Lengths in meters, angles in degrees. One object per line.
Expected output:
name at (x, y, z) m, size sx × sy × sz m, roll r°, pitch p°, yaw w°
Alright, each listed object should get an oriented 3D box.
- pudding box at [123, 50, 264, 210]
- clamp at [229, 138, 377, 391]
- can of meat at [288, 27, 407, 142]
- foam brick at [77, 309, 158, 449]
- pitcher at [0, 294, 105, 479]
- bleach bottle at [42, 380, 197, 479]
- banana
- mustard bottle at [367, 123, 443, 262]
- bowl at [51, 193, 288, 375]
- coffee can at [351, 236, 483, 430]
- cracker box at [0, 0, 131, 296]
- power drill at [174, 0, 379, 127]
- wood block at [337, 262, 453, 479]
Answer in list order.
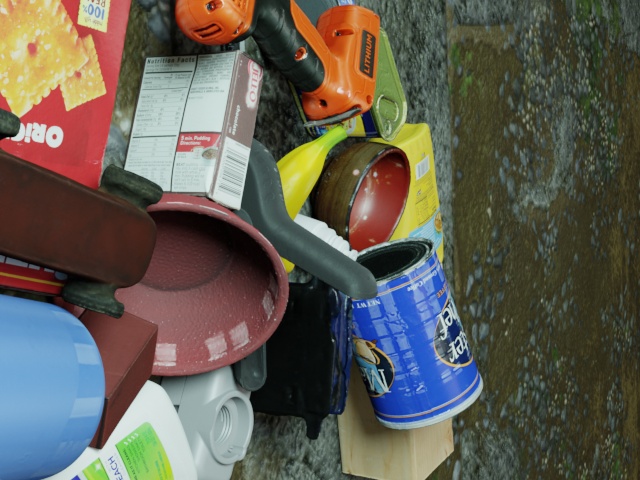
pudding box at (-0.095, -0.081, 0.782) m, size 0.039 × 0.090 × 0.113 m, roll 27°, pitch 70°, yaw -55°
clamp at (-0.055, 0.001, 0.804) m, size 0.036 × 0.165 × 0.210 m, roll -10°, pitch 60°, yaw -45°
can of meat at (0.023, -0.141, 0.977) m, size 0.057 × 0.084 × 0.102 m, roll -56°, pitch 137°, yaw -40°
foam brick at (-0.148, 0.087, 0.705) m, size 0.078 × 0.051 × 0.053 m, roll -60°, pitch 169°, yaw -52°
pitcher at (-0.232, 0.086, 0.552) m, size 0.242 × 0.149 × 0.145 m, roll 15°, pitch 65°, yaw -62°
bleach bottle at (-0.184, 0.195, 0.688) m, size 0.250 × 0.068 × 0.102 m, roll -43°, pitch 127°, yaw -46°
banana at (-0.030, -0.017, 0.866) m, size 0.069 × 0.198 × 0.037 m, roll -14°, pitch 63°, yaw -25°
mustard bottle at (0.094, -0.021, 1.130) m, size 0.096 × 0.058 × 0.191 m, roll -41°, pitch 126°, yaw -52°
bowl at (-0.104, 0.022, 0.749) m, size 0.055 × 0.162 × 0.162 m, roll -97°, pitch 166°, yaw -50°
coffee can at (0.075, 0.081, 0.949) m, size 0.102 × 0.103 × 0.140 m, roll -40°, pitch 115°, yaw -50°
cracker box at (-0.199, -0.082, 0.627) m, size 0.164 × 0.072 × 0.214 m, roll 18°, pitch 78°, yaw -58°
power drill at (-0.028, -0.183, 0.769) m, size 0.187 × 0.057 × 0.184 m, roll 37°, pitch 51°, yaw -44°
wood block at (0.071, 0.129, 1.077) m, size 0.090 × 0.090 × 0.206 m, roll -27°, pitch 116°, yaw -55°
